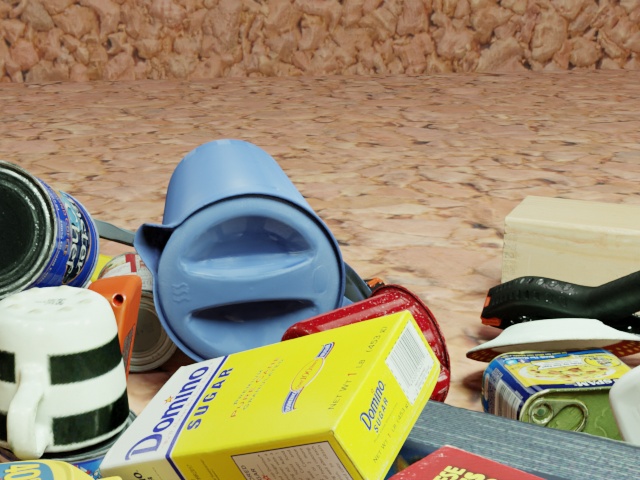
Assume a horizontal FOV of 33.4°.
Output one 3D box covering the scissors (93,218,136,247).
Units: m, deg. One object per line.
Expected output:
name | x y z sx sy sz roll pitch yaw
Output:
scissors | -0.173 -0.001 1.003 0.201 0.016 0.096 16 -4 -13

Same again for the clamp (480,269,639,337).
clamp | 0.217 0.062 0.811 0.164 0.036 0.210 34 -22 -33

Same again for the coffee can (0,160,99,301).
coffee can | -0.235 -0.001 0.820 0.103 0.103 0.140 0 -6 1

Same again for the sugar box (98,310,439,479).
sugar box | -0.030 0.094 0.560 0.177 0.048 0.093 -15 24 38

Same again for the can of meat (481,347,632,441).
can of meat | 0.161 0.106 0.680 0.102 0.057 0.084 -2 13 -9

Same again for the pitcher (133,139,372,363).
pitcher | -0.055 0.001 0.838 0.145 0.149 0.243 -23 20 -1

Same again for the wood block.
wood block | 0.269 0.022 0.924 0.206 0.090 0.090 7 17 22

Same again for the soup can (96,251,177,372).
soup can | -0.145 0.055 0.844 0.068 0.068 0.102 -3 16 -10

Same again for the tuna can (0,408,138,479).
tuna can | -0.151 0.127 0.643 0.086 0.034 0.086 0 15 0

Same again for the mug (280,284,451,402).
mug | 0.032 0.085 0.694 0.081 0.093 0.117 -16 18 -32
